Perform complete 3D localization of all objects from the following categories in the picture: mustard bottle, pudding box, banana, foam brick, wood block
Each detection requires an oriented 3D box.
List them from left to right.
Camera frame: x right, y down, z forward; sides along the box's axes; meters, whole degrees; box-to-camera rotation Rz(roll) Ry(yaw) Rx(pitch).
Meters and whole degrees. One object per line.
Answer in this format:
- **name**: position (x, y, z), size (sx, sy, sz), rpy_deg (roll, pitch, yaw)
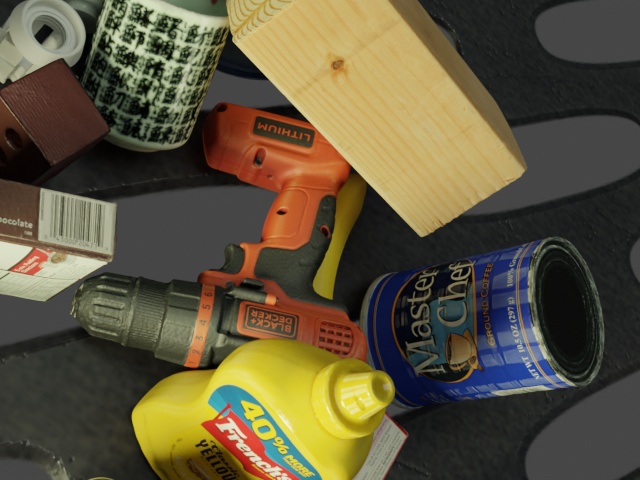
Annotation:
- **pudding box**: position (-0.182, -0.001, 0.589), size (0.113, 0.090, 0.039), rpy_deg (14, 64, -35)
- **foam brick**: position (-0.173, -0.061, 0.631), size (0.053, 0.078, 0.051), rpy_deg (55, 46, -6)
- **mustard bottle**: position (-0.026, 0.103, 0.601), size (0.096, 0.192, 0.058), rpy_deg (53, 48, -9)
- **banana**: position (0.001, 0.029, 0.766), size (0.069, 0.037, 0.198), rpy_deg (38, 50, -49)
- **wood block**: position (0.039, -0.108, 0.697), size (0.205, 0.091, 0.090), rpy_deg (43, 22, -37)

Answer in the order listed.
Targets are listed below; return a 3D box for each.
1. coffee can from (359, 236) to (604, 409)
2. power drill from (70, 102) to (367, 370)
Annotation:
- **coffee can**: position (0.113, 0.061, 0.755), size (0.102, 0.141, 0.103), rpy_deg (21, 63, -47)
- **power drill**: position (-0.055, 0.001, 0.697), size (0.184, 0.057, 0.187), rpy_deg (14, 57, -10)
